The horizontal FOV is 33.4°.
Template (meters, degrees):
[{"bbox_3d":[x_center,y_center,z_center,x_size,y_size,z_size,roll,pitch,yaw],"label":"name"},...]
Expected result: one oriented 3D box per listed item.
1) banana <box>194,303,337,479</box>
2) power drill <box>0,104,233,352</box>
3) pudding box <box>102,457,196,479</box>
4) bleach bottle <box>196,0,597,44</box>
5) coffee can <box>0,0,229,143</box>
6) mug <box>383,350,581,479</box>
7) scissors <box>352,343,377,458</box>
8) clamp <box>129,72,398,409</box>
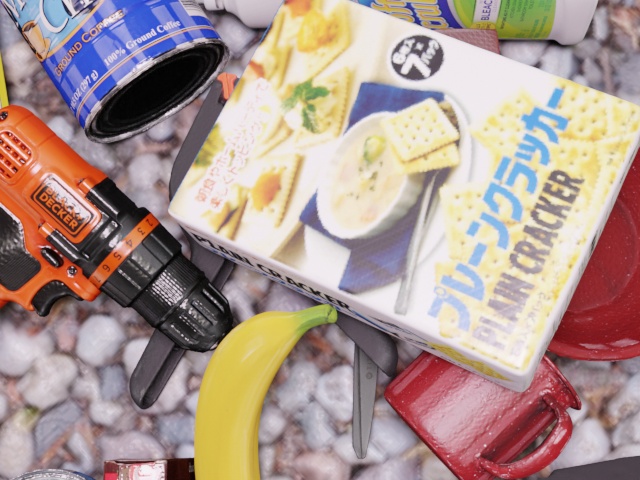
[{"bbox_3d":[-0.042,0.120,0.613,0.070,0.037,0.198,20,112,25],"label":"banana"},{"bbox_3d":[-0.169,0.044,0.618,0.184,0.057,0.188,44,94,-3],"label":"power drill"},{"bbox_3d":[-0.094,0.166,0.594,0.039,0.113,0.090,1,80,0],"label":"pudding box"},{"bbox_3d":[0.045,-0.164,0.680,0.251,0.102,0.068,-2,75,4],"label":"bleach bottle"},{"bbox_3d":[-0.136,-0.146,0.654,0.102,0.103,0.140,-33,83,-8],"label":"coffee can"},{"bbox_3d":[0.097,0.097,0.621,0.081,0.117,0.093,-43,126,-5],"label":"mug"},{"bbox_3d":[0.014,0.026,0.675,0.096,0.016,0.201,19,79,2],"label":"scissors"},{"bbox_3d":[-0.054,0.001,0.662,0.164,0.036,0.210,-15,76,5],"label":"clamp"}]
